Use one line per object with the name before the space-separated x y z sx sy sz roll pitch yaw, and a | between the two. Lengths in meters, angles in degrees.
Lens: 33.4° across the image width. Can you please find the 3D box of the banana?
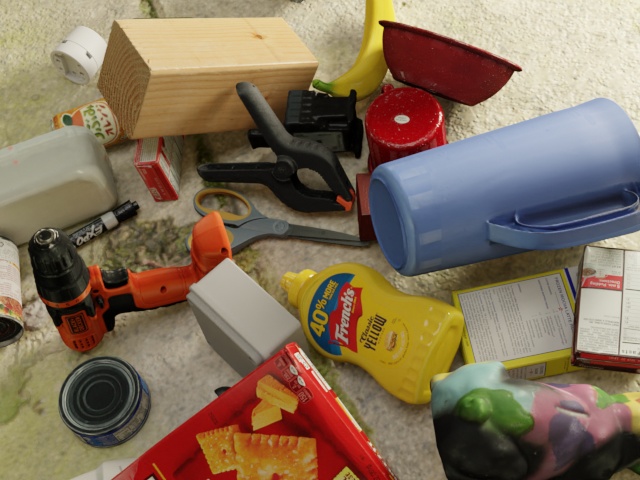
banana | 0.053 -0.215 1.198 0.037 0.069 0.197 -11 40 38

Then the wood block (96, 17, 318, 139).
wood block | -0.118 -0.176 1.134 0.205 0.090 0.091 -9 50 -36

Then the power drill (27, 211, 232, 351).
power drill | -0.181 0.030 1.039 0.187 0.184 0.057 -14 58 -9

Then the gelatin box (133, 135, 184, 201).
gelatin box | -0.176 -0.098 1.167 0.030 0.073 0.089 -3 60 10

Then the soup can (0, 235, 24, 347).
soup can | -0.347 0.053 1.114 0.068 0.068 0.102 -15 58 2

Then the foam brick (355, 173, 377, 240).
foam brick | 0.076 -0.035 1.087 0.078 0.051 0.053 -2 59 -2

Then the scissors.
scissors | -0.057 0.001 1.119 0.202 0.016 0.096 24 68 23

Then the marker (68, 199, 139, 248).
marker | -0.251 -0.009 1.161 0.121 0.020 0.020 -31 59 -8

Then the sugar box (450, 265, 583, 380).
sugar box | 0.217 0.078 1.004 0.176 0.048 0.093 -10 59 1

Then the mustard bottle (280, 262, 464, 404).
mustard bottle | 0.038 0.074 1.019 0.192 0.058 0.096 26 101 33

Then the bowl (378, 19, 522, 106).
bowl | 0.129 -0.183 1.134 0.162 0.162 0.055 22 98 22

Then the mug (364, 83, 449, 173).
mug | 0.087 -0.116 1.121 0.093 0.081 0.117 -16 58 1

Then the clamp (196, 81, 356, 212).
clamp | -0.037 -0.089 1.112 0.171 0.120 0.039 20 34 2

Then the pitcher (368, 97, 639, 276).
pitcher | 0.177 -0.041 0.997 0.242 0.149 0.145 -15 78 -13

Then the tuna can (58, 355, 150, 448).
tuna can | -0.212 0.157 1.046 0.086 0.034 0.086 -5 59 8

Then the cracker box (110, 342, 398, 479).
cracker box | -0.060 0.214 0.906 0.214 0.072 0.164 -37 83 1
